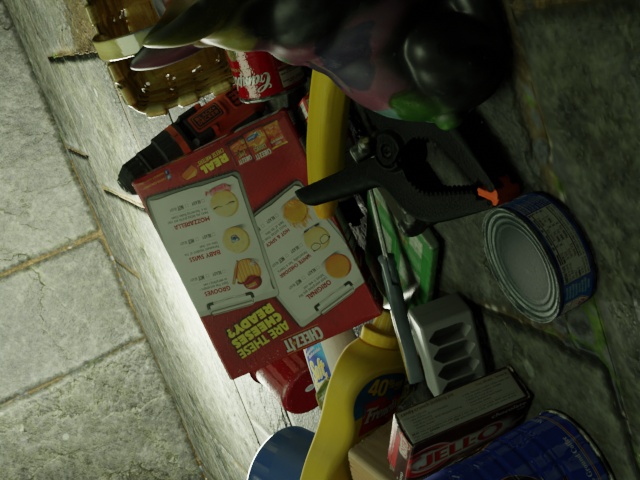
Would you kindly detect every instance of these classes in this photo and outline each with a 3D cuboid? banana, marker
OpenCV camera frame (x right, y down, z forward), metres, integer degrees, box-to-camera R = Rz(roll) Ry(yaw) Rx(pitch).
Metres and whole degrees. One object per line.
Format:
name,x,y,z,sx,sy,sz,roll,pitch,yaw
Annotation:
banana,0.010,-0.114,0.896,0.069,0.037,0.198,-94,11,-54
marker,0.014,-0.070,1.037,0.121,0.020,0.020,68,163,-10

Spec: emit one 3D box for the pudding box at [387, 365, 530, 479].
pudding box,0.114,0.159,0.897,0.039,0.113,0.090,59,162,30

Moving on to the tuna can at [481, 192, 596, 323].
tuna can,0.148,0.011,0.728,0.086,0.033,0.086,55,160,30

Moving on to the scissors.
scissors,0.063,0.030,0.969,0.096,0.016,0.202,43,-146,-86

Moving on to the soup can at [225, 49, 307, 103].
soup can,-0.058,-0.189,1.006,0.069,0.068,0.102,32,142,61

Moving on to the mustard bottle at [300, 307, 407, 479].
mustard bottle,0.041,0.158,1.041,0.058,0.096,0.192,22,101,38

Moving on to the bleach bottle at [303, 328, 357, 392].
bleach bottle,0.016,0.138,1.244,0.103,0.068,0.251,-7,105,68

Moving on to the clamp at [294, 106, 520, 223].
clamp,0.058,-0.081,0.798,0.210,0.036,0.164,22,121,41

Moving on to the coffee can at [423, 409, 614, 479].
coffee can,0.145,0.208,0.828,0.103,0.140,0.103,55,160,30

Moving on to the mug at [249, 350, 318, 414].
mug,-0.028,0.178,1.407,0.082,0.093,0.117,42,-177,43

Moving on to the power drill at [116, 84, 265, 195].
power drill,-0.099,-0.062,1.136,0.188,0.184,0.057,49,169,19

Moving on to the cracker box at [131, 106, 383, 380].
cracker box,-0.057,0.001,1.023,0.213,0.164,0.072,64,-169,-8

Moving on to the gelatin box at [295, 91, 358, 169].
gelatin box,0.010,-0.093,0.981,0.073,0.030,0.089,172,73,-85
